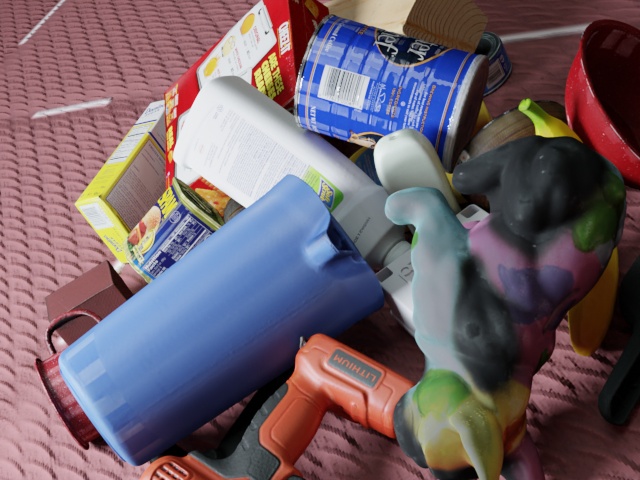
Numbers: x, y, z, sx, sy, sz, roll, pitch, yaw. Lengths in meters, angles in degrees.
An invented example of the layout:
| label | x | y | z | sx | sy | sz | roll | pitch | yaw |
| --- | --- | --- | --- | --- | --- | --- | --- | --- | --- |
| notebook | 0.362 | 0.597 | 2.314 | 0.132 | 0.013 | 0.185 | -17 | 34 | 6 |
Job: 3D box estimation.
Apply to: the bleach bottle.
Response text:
| label | x | y | z | sx | sy | sz | roll | pitch | yaw |
| --- | --- | --- | --- | --- | --- | --- | --- | --- | --- |
| bleach bottle | -0.017 | -0.044 | 0.961 | 0.251 | 0.103 | 0.067 | 39 | 30 | 21 |

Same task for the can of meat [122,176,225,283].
| label | x | y | z | sx | sy | sz | roll | pitch | yaw |
| --- | --- | --- | --- | --- | --- | --- | --- | --- | --- |
| can of meat | -0.140 | -0.004 | 1.015 | 0.084 | 0.057 | 0.102 | -49 | 21 | 4 |

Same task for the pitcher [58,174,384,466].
| label | x | y | z | sx | sy | sz | roll | pitch | yaw |
| --- | --- | --- | --- | --- | --- | --- | --- | --- | --- |
| pitcher | -0.081 | 0.068 | 0.856 | 0.242 | 0.149 | 0.145 | -35 | 46 | -11 |

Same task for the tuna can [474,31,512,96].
| label | x | y | z | sx | sy | sz | roll | pitch | yaw |
| --- | --- | --- | --- | --- | --- | --- | --- | --- | --- |
| tuna can | 0.155 | -0.182 | 1.120 | 0.086 | 0.033 | 0.086 | -21 | 35 | 15 |

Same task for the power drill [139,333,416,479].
| label | x | y | z | sx | sy | sz | roll | pitch | yaw |
| --- | --- | --- | --- | --- | --- | --- | --- | --- | --- |
| power drill | -0.009 | 0.163 | 0.748 | 0.185 | 0.057 | 0.187 | 27 | 54 | 29 |

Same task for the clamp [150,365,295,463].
| label | x | y | z | sx | sy | sz | roll | pitch | yaw |
| --- | --- | --- | --- | --- | --- | --- | --- | --- | --- |
| clamp | -0.095 | 0.183 | 0.833 | 0.165 | 0.036 | 0.210 | -18 | 34 | 14 |

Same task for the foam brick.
| label | x | y | z | sx | sy | sz | roll | pitch | yaw |
| --- | --- | --- | --- | --- | --- | --- | --- | --- | --- |
| foam brick | -0.231 | 0.067 | 1.079 | 0.078 | 0.053 | 0.051 | -30 | 33 | 0 |

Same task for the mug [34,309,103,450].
| label | x | y | z | sx | sy | sz | roll | pitch | yaw |
| --- | --- | --- | --- | --- | --- | --- | --- | --- | --- |
| mug | -0.200 | 0.115 | 0.946 | 0.081 | 0.093 | 0.117 | -30 | 77 | -8 |

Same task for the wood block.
| label | x | y | z | sx | sy | sz | roll | pitch | yaw |
| --- | --- | --- | --- | --- | --- | --- | --- | --- | --- |
| wood block | 0.061 | -0.206 | 1.125 | 0.207 | 0.090 | 0.090 | -4 | 55 | 52 |

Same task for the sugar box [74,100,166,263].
| label | x | y | z | sx | sy | sz | roll | pitch | yaw |
| --- | --- | --- | --- | --- | --- | --- | --- | --- | --- |
| sugar box | -0.193 | -0.069 | 1.192 | 0.048 | 0.093 | 0.176 | -8 | 39 | 33 |

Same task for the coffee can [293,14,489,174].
| label | x | y | z | sx | sy | sz | roll | pitch | yaw |
| --- | --- | --- | --- | --- | --- | --- | --- | --- | --- |
| coffee can | 0.061 | -0.125 | 0.911 | 0.140 | 0.103 | 0.102 | 18 | 51 | 14 |

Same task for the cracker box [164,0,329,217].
| label | x | y | z | sx | sy | sz | roll | pitch | yaw |
| --- | --- | --- | --- | --- | --- | --- | --- | --- | --- |
| cracker box | -0.075 | -0.139 | 1.111 | 0.214 | 0.072 | 0.164 | -35 | 47 | 35 |
